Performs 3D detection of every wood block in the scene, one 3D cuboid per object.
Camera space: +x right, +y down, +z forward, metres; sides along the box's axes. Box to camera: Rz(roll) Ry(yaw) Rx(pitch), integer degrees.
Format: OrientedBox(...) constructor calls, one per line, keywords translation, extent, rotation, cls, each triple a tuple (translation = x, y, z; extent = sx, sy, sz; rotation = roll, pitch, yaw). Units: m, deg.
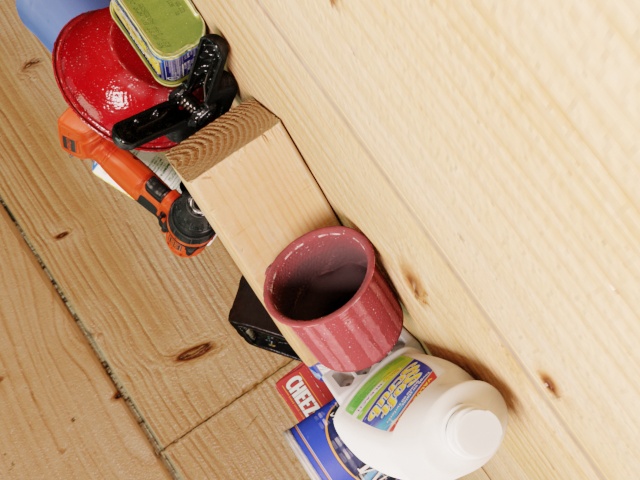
OrientedBox(translation=(-0.035, -0.006, 0.915), extent=(0.206, 0.090, 0.090), rotation=(59, 173, -28), cls="wood block")

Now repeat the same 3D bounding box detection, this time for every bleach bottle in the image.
OrientedBox(translation=(0.078, 0.122, 0.748), extent=(0.068, 0.102, 0.251), rotation=(48, 168, -2), cls="bleach bottle")

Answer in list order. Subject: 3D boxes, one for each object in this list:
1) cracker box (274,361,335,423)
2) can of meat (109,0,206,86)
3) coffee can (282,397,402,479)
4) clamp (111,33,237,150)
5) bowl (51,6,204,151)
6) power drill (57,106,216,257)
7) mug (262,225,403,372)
OrientedBox(translation=(0.048, 0.204, 1.202), extent=(0.164, 0.072, 0.213), rotation=(54, -168, 13), cls="cracker box")
OrientedBox(translation=(-0.141, -0.193, 0.923), extent=(0.102, 0.057, 0.084), rotation=(55, 172, 1), cls="can of meat")
OrientedBox(translation=(0.051, 0.181, 0.992), extent=(0.103, 0.140, 0.103), rotation=(55, 175, 8), cls="coffee can")
OrientedBox(translation=(-0.119, -0.112, 0.914), extent=(0.039, 0.120, 0.171), rotation=(53, 178, 8), cls="clamp")
OrientedBox(translation=(-0.165, -0.165, 0.999), extent=(0.162, 0.161, 0.055), rotation=(56, 138, 5), cls="bowl")
OrientedBox(translation=(-0.177, -0.063, 1.061), extent=(0.187, 0.057, 0.185), rotation=(45, 163, 0), cls="power drill")
OrientedBox(translation=(0.005, 0.047, 0.837), extent=(0.117, 0.093, 0.081), rotation=(14, 152, 39), cls="mug")
